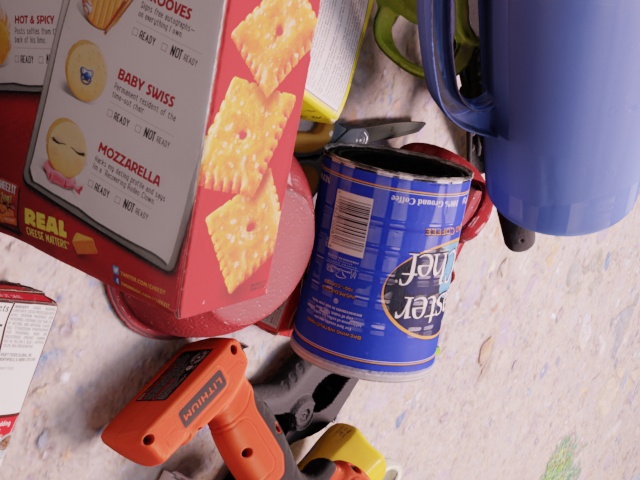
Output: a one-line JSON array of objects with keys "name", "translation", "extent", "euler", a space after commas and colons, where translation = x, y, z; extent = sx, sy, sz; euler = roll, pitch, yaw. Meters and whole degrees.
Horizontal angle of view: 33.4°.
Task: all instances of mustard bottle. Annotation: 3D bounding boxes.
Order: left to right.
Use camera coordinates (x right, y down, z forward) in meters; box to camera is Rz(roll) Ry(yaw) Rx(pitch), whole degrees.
[{"name": "mustard bottle", "translation": [-0.035, 0.224, 0.816], "extent": [0.191, 0.058, 0.096], "euler": [-41, 175, -19]}]

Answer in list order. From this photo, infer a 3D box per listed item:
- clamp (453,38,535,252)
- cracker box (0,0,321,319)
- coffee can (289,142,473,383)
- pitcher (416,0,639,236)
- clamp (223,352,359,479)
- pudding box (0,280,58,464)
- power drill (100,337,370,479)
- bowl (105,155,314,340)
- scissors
[{"name": "clamp", "translation": [0.133, -0.104, 0.847], "extent": [0.036, 0.164, 0.210], "euler": [-13, 124, 1]}, {"name": "cracker box", "translation": [-0.085, -0.094, 0.480], "extent": [0.071, 0.164, 0.214], "euler": [-12, 119, -54]}, {"name": "coffee can", "translation": [0.040, 0.013, 0.728], "extent": [0.102, 0.103, 0.140], "euler": [-10, 114, -53]}, {"name": "pitcher", "translation": [0.152, -0.119, 0.683], "extent": [0.243, 0.149, 0.144], "euler": [84, 27, -43]}, {"name": "clamp", "translation": [-0.029, 0.137, 0.817], "extent": [0.171, 0.039, 0.120], "euler": [-22, 132, -40]}, {"name": "pudding box", "translation": [-0.187, 0.074, 0.535], "extent": [0.090, 0.039, 0.113], "euler": [17, 92, -67]}, {"name": "power drill", "translation": [-0.059, 0.172, 0.697], "extent": [0.184, 0.058, 0.187], "euler": [-49, 116, -38]}, {"name": "bowl", "translation": [-0.054, 0.001, 0.667], "extent": [0.161, 0.055, 0.162], "euler": [-29, 133, -37]}, {"name": "scissors", "translation": [0.014, -0.058, 0.784], "extent": [0.201, 0.016, 0.096], "euler": [8, 103, -56]}]
